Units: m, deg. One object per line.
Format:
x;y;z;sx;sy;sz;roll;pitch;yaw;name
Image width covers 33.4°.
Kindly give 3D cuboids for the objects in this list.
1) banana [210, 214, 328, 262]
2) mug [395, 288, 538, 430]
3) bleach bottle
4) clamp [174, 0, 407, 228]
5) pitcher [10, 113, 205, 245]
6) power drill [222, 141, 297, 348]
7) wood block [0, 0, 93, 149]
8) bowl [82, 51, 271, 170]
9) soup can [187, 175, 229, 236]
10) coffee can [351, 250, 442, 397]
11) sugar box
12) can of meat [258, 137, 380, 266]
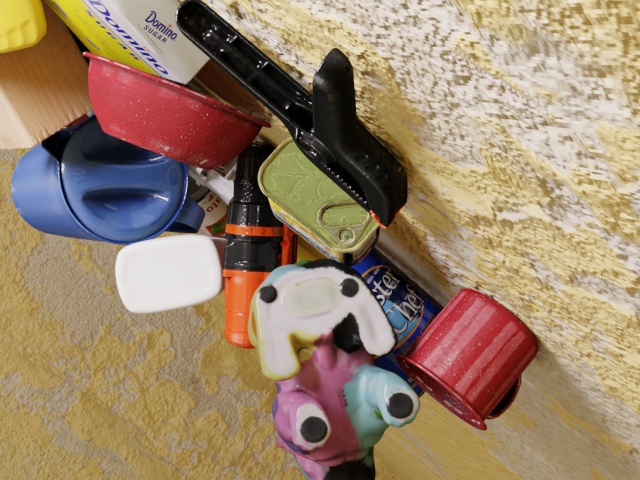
-0.028;0.014;1.174;0.198;0.037;0.070;31;153;5;banana
0.128;0.101;0.871;0.117;0.081;0.093;47;168;-33;mug
-0.135;0.027;1.101;0.251;0.102;0.068;-60;-39;-88;bleach bottle
0.008;-0.073;0.702;0.209;0.036;0.165;46;169;-37;clamp
-0.237;-0.056;1.133;0.243;0.144;0.149;-1;110;60;pitcher
-0.057;0.001;1.019;0.057;0.184;0.187;6;-177;4;power drill
-0.291;-0.192;0.949;0.090;0.090;0.206;4;126;52;wood block
-0.123;-0.098;0.863;0.162;0.055;0.162;20;-177;-1;bowl
-0.135;-0.044;1.269;0.069;0.068;0.102;34;167;35;soup can
0.051;0.077;0.998;0.140;0.102;0.103;41;170;0;coffee can
-0.161;-0.179;0.847;0.093;0.048;0.176;47;169;-34;sugar box
0.002;-0.027;0.864;0.102;0.057;0.084;39;171;10;can of meat
